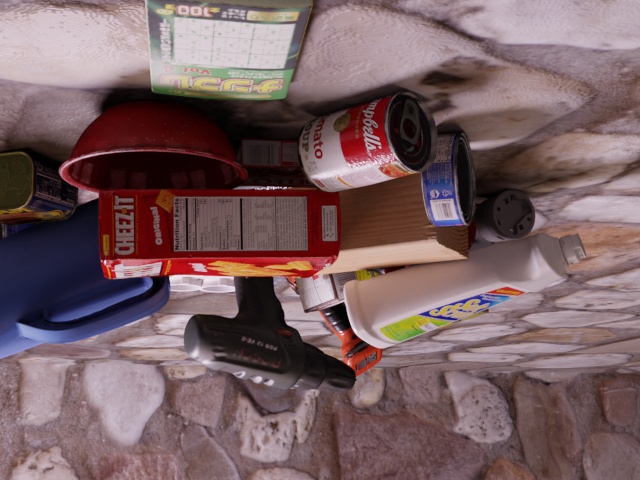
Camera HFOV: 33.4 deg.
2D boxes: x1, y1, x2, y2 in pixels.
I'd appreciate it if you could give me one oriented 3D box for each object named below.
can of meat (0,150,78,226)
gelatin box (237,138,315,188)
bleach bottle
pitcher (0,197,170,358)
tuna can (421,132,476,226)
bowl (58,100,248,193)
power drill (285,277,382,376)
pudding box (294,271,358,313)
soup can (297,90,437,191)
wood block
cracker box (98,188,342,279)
[{"bbox_3d":[-0.305,-0.049,1.064,0.102,0.057,0.083,-5,170,20],"label":"can of meat"},{"bbox_3d":[-0.036,-0.072,1.029,0.089,0.030,0.073,2,168,-9],"label":"gelatin box"},{"bbox_3d":[0.158,0.044,1.146,0.251,0.068,0.102,-21,154,18],"label":"bleach bottle"},{"bbox_3d":[-0.283,0.049,1.107,0.242,0.145,0.149,-23,176,-22],"label":"pitcher"},{"bbox_3d":[0.119,-0.056,0.985,0.034,0.086,0.086,-3,168,19],"label":"tuna can"},{"bbox_3d":[-0.143,-0.081,0.926,0.162,0.055,0.162,-1,168,0],"label":"bowl"},{"bbox_3d":[0.011,0.095,1.462,0.057,0.188,0.184,-34,164,-7],"label":"power drill"},{"bbox_3d":[-0.001,0.023,1.270,0.039,0.113,0.090,-10,172,-29],"label":"pudding box"},{"bbox_3d":[0.039,-0.082,0.903,0.102,0.068,0.068,-11,164,42],"label":"soup can"},{"bbox_3d":[0.044,-0.021,1.129,0.206,0.091,0.090,-7,166,28],"label":"wood block"},{"bbox_3d":[-0.098,-0.002,1.004,0.213,0.072,0.164,-1,173,-10],"label":"cracker box"}]
